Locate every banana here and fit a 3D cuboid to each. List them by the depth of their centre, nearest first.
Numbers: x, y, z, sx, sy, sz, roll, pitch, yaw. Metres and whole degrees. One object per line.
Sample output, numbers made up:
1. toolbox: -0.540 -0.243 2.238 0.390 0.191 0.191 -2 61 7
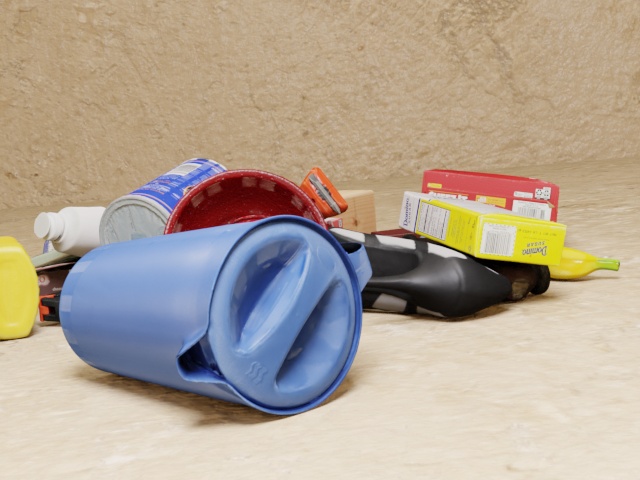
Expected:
1. banana: 0.251 0.021 1.184 0.069 0.037 0.198 13 3 -16

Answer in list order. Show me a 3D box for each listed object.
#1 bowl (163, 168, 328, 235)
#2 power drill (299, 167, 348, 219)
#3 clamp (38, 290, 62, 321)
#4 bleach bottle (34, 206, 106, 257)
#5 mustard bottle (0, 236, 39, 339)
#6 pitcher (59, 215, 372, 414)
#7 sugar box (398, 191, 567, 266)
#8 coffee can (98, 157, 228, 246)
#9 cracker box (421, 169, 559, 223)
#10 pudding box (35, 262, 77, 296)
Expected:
1. bowl: -0.072 0.015 1.039 0.162 0.162 0.055 -6 -14 -8
2. power drill: -0.058 0.001 1.158 0.187 0.057 0.184 -40 1 0
3. clamp: -0.216 0.062 1.159 0.171 0.039 0.120 -1 6 -3
4. bleach bottle: -0.225 0.001 1.246 0.103 0.068 0.250 -16 -18 38
5. mustard bottle: -0.341 0.045 1.154 0.058 0.096 0.192 -7 7 -19
6. pitcher: -0.086 0.049 0.804 0.149 0.145 0.243 26 -18 -37
7. sugar box: 0.154 -0.013 1.052 0.093 0.048 0.176 7 4 -20
8. coffee can: -0.158 -0.021 1.161 0.103 0.103 0.140 -2 20 27
9. cracker box: 0.220 -0.043 1.361 0.164 0.072 0.213 7 1 12
10. pudding box: -0.307 0.047 1.354 0.113 0.039 0.090 -4 7 12
